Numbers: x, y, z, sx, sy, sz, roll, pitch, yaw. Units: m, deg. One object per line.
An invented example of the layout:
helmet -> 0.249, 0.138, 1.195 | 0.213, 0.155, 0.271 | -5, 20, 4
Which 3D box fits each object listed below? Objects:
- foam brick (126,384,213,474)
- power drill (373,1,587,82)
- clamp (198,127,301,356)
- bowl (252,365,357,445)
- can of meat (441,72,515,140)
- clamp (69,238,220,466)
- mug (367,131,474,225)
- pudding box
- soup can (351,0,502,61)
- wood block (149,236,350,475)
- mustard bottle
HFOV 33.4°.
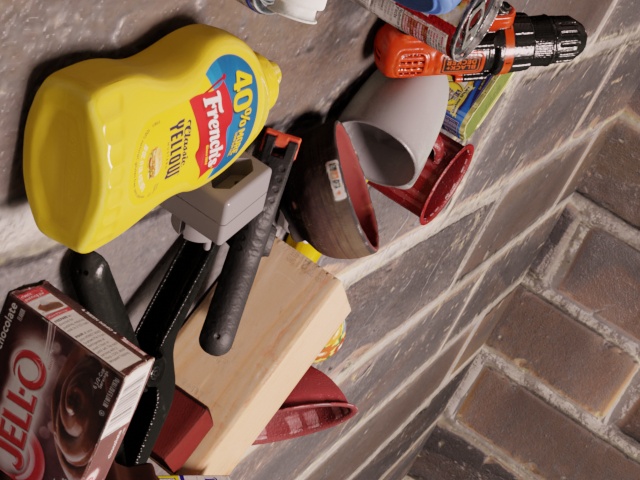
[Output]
foam brick -> -0.129, 0.134, 0.821 | 0.051, 0.078, 0.053 | -52, 164, -20
power drill -> 0.141, -0.207, 0.839 | 0.184, 0.057, 0.188 | -7, 139, -12
clamp -> -0.055, 0.001, 0.814 | 0.120, 0.039, 0.171 | -170, -79, -80
bowl -> -0.047, 0.162, 1.071 | 0.162, 0.055, 0.162 | -11, 160, -4
can of meat -> 0.125, -0.155, 0.993 | 0.102, 0.084, 0.057 | -56, 164, -3
clamp -> -0.132, 0.082, 0.729 | 0.164, 0.036, 0.210 | -8, 116, -65
mug -> 0.092, -0.080, 1.043 | 0.093, 0.081, 0.117 | -51, 163, -18
pudding box -> -0.159, 0.095, 0.637 | 0.114, 0.090, 0.039 | -63, 164, 20
soup can -> 0.070, -0.180, 0.750 | 0.068, 0.102, 0.068 | -50, 162, -22
wood block -> -0.073, 0.104, 0.906 | 0.206, 0.090, 0.091 | -53, 163, -11
mustard bottle -> -0.080, -0.070, 0.602 | 0.191, 0.058, 0.096 | -37, 144, -51
